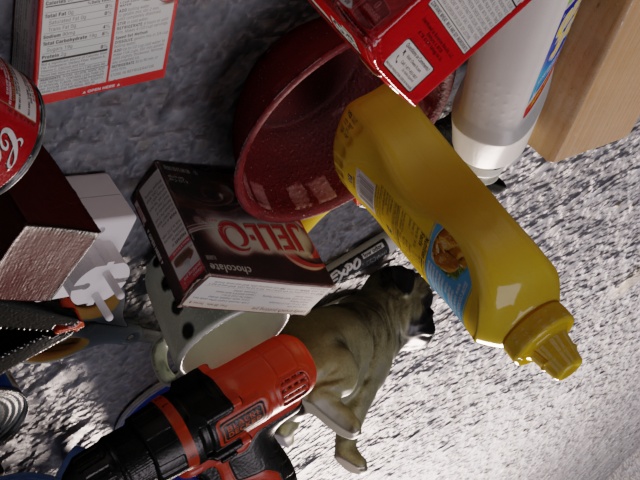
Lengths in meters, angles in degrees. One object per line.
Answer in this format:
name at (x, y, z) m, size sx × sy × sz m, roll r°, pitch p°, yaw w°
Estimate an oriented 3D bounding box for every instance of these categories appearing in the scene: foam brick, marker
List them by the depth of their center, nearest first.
foam brick at (-0.160, -0.014, 0.544) m, size 0.053 × 0.078 × 0.051 m, roll -50°, pitch 151°, yaw 20°
marker at (0.016, 0.024, 0.897) m, size 0.121 × 0.020 × 0.020 m, roll -30°, pitch 153°, yaw -15°

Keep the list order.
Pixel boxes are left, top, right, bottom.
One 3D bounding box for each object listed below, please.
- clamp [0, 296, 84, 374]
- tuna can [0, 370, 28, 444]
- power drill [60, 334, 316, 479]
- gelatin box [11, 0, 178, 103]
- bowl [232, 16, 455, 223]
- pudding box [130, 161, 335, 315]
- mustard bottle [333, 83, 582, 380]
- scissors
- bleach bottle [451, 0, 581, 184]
clamp at (-0.237, 0.056, 0.604) m, size 0.209 × 0.036 × 0.165 m, roll -16°, pitch 148°, yaw -28°
tuna can at (-0.239, 0.114, 0.704) m, size 0.086 × 0.034 × 0.086 m, roll -29°, pitch 153°, yaw -17°
power drill at (-0.074, 0.173, 0.734) m, size 0.184 × 0.057 × 0.187 m, roll -27°, pitch 131°, yaw -22°
gelatin box at (-0.106, -0.111, 0.507) m, size 0.073 × 0.030 × 0.089 m, roll -19°, pitch 149°, yaw -30°
bowl at (0.004, -0.085, 0.658) m, size 0.162 × 0.055 × 0.162 m, roll -29°, pitch 153°, yaw -17°
pudding box at (-0.054, 0.001, 0.677) m, size 0.113 × 0.090 × 0.039 m, roll 5°, pitch 136°, yaw -45°
mustard bottle at (0.081, 0.002, 0.612) m, size 0.058 × 0.192 × 0.096 m, roll -30°, pitch 153°, yaw -14°
scissors at (-0.134, 0.052, 0.757) m, size 0.201 × 0.016 × 0.096 m, roll -1°, pitch 137°, yaw -51°
bleach bottle at (0.126, -0.139, 0.651) m, size 0.102 × 0.068 × 0.251 m, roll -55°, pitch 163°, yaw -41°
